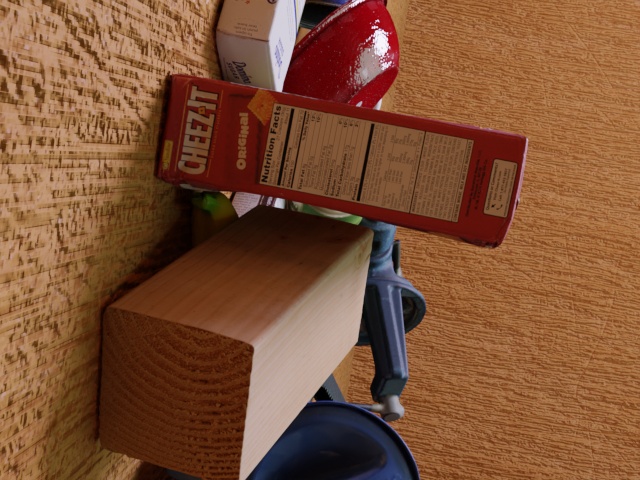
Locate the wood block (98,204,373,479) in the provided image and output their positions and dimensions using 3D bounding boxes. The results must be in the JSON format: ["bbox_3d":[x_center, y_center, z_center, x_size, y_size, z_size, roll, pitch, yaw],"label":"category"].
[{"bbox_3d":[-0.045,0.054,0.661,0.205,0.090,0.091,-42,142,-63],"label":"wood block"}]

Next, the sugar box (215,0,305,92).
[{"bbox_3d":[-0.034,-0.197,0.785,0.093,0.048,0.176,86,18,-67],"label":"sugar box"}]

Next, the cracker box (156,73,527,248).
[{"bbox_3d":[0.019,-0.050,0.694,0.164,0.214,0.072,-23,123,-82],"label":"cracker box"}]

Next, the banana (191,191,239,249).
[{"bbox_3d":[-0.081,0.040,0.762,0.069,0.037,0.198,-41,143,-52],"label":"banana"}]

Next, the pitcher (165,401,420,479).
[{"bbox_3d":[-0.027,0.181,0.812,0.149,0.145,0.243,59,-12,0],"label":"pitcher"}]

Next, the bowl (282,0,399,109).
[{"bbox_3d":[0.014,-0.130,0.889,0.162,0.055,0.162,-42,172,-8],"label":"bowl"}]

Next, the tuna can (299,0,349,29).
[{"bbox_3d":[0.007,-0.212,0.948,0.086,0.086,0.034,45,53,-83],"label":"tuna can"}]
